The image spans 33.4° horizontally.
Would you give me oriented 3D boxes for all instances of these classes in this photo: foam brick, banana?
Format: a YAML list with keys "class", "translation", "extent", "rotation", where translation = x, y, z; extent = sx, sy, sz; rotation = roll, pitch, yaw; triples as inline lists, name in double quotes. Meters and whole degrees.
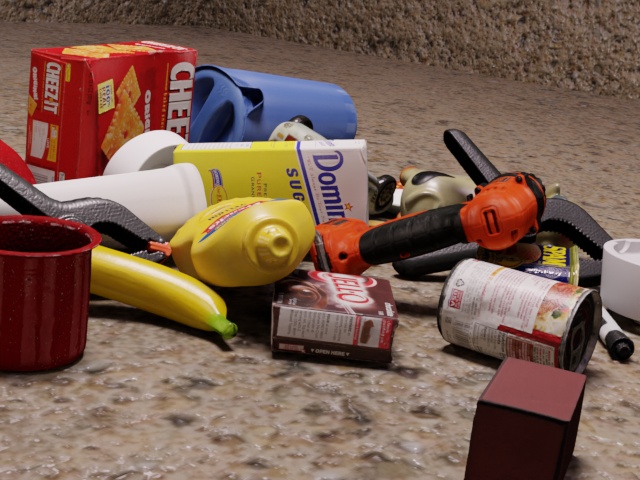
- class: "foam brick"
  translation: [0.119, 0.107, 0.612]
  extent: [0.051, 0.053, 0.078]
  rotation: [12, 15, 19]
- class: "banana"
  translation: [-0.150, 0.026, 0.778]
  extent: [0.198, 0.037, 0.069]
  rotation: [18, -5, 0]

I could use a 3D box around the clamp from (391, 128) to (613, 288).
- class: "clamp"
  translation: [0.177, -0.001, 0.986]
  extent: [0.210, 0.164, 0.036]
  rotation: [27, -25, 10]

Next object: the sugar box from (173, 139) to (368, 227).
- class: "sugar box"
  translation: [-0.044, -0.044, 0.986]
  extent: [0.176, 0.093, 0.048]
  rotation: [-1, 16, 4]

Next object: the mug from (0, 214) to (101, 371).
- class: "mug"
  translation: [-0.201, 0.031, 0.703]
  extent: [0.117, 0.081, 0.093]
  rotation: [19, 19, 38]

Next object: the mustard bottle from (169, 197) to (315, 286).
- class: "mustard bottle"
  translation: [-0.056, 0.001, 0.824]
  extent: [0.096, 0.058, 0.192]
  rotation: [-24, 9, -15]

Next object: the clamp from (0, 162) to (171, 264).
- class: "clamp"
  translation: [-0.203, -0.010, 0.828]
  extent: [0.171, 0.120, 0.039]
  rotation: [1, -16, -33]

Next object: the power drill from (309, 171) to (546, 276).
- class: "power drill"
  translation: [0.095, -0.013, 0.897]
  extent: [0.188, 0.057, 0.184]
  rotation: [-16, 2, 21]

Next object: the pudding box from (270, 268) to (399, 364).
- class: "pudding box"
  translation: [0.009, 0.053, 0.792]
  extent: [0.090, 0.039, 0.113]
  rotation: [6, 14, -2]

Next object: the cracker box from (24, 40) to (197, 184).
- class: "cracker box"
  translation: [-0.209, -0.115, 1.090]
  extent: [0.072, 0.164, 0.213]
  rotation: [14, 17, 21]

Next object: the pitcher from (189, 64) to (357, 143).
- class: "pitcher"
  translation: [-0.073, -0.151, 1.387]
  extent: [0.149, 0.145, 0.242]
  rotation: [33, 24, 34]

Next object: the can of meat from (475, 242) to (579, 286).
- class: "can of meat"
  translation: [0.172, 0.035, 0.899]
  extent: [0.084, 0.057, 0.102]
  rotation: [6, 14, 11]

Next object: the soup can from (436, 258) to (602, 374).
- class: "soup can"
  translation: [0.145, 0.056, 0.783]
  extent: [0.102, 0.068, 0.068]
  rotation: [16, 17, 33]

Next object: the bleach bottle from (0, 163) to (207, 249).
- class: "bleach bottle"
  translation: [-0.226, -0.018, 0.884]
  extent: [0.250, 0.068, 0.103]
  rotation: [-7, -8, -36]
